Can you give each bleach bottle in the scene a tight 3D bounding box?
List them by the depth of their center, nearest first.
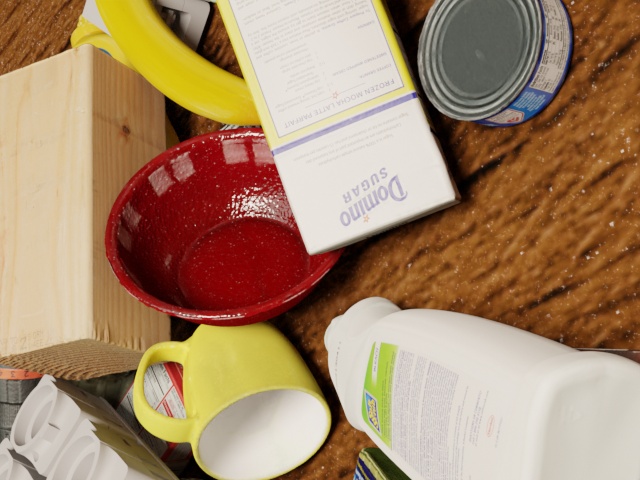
[{"bbox_3d":[0.064,0.075,0.556,0.251,0.068,0.102,-154,68,-65],"label":"bleach bottle"}]

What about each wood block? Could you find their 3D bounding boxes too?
[{"bbox_3d":[-0.165,-0.016,0.740,0.090,0.090,0.206,-14,68,26],"label":"wood block"}]

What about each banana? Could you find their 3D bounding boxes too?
[{"bbox_3d":[-0.108,-0.144,0.750,0.070,0.037,0.198,-42,77,28],"label":"banana"}]

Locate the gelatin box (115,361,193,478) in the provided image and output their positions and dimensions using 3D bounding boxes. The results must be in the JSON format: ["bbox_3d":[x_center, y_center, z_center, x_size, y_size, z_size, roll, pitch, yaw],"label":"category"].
[{"bbox_3d":[-0.117,0.133,0.805,0.089,0.030,0.073,-54,49,28],"label":"gelatin box"}]

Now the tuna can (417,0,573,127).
[{"bbox_3d":[0.097,-0.107,0.596,0.086,0.033,0.086,-7,81,47],"label":"tuna can"}]

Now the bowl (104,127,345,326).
[{"bbox_3d":[-0.055,0.001,0.695,0.162,0.162,0.055,51,163,37],"label":"bowl"}]

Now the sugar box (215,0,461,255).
[{"bbox_3d":[0.009,-0.088,0.624,0.093,0.048,0.176,-20,87,12],"label":"sugar box"}]
